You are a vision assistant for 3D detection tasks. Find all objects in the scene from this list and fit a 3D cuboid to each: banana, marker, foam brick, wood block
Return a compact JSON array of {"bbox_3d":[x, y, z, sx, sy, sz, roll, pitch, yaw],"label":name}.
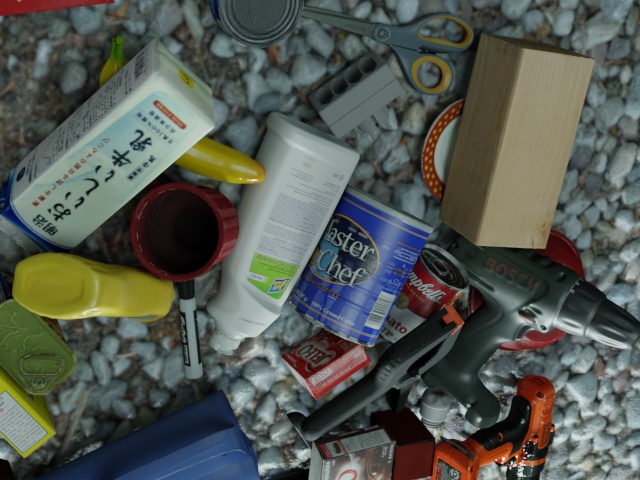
[{"bbox_3d":[-0.142,-0.108,1.015,0.197,0.070,0.037,41,50,-25],"label":"banana"},{"bbox_3d":[-0.137,0.088,1.120,0.020,0.020,0.121,-10,114,-20],"label":"marker"},{"bbox_3d":[0.094,0.238,1.246,0.051,0.078,0.053,-5,111,-19],"label":"foam brick"},{"bbox_3d":[0.203,-0.104,1.126,0.090,0.090,0.206,3,109,-25],"label":"wood block"}]

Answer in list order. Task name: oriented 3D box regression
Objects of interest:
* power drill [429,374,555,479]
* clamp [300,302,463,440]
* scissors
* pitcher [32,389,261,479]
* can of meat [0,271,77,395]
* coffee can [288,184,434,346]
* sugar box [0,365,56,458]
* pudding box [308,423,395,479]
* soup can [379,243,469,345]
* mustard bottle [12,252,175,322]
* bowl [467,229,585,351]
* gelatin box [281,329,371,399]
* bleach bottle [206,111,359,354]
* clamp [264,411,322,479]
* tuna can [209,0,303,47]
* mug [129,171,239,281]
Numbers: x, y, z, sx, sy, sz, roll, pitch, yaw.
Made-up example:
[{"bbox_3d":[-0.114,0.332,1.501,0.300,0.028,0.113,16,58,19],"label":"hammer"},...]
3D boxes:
[{"bbox_3d":[0.210,0.270,1.293,0.187,0.057,0.184,-23,125,-39],"label":"power drill"},{"bbox_3d":[0.089,0.142,1.162,0.210,0.036,0.164,-47,155,28],"label":"clamp"},{"bbox_3d":[0.067,-0.195,1.098,0.201,0.016,0.096,-6,112,-21],"label":"scissors"},{"bbox_3d":[-0.183,0.256,1.100,0.242,0.145,0.149,-22,120,-11],"label":"pitcher"},{"bbox_3d":[-0.285,0.086,1.017,0.057,0.084,0.102,-39,120,-6],"label":"can of meat"},{"bbox_3d":[0.042,0.026,1.120,0.102,0.103,0.140,23,96,-29],"label":"coffee can"},{"bbox_3d":[-0.325,0.117,1.008,0.048,0.093,0.176,-36,120,-7],"label":"sugar box"},{"bbox_3d":[0.033,0.267,1.205,0.089,0.039,0.113,-11,124,-22],"label":"pudding box"},{"bbox_3d":[0.105,0.062,1.169,0.068,0.068,0.102,22,123,-29],"label":"soup can"},{"bbox_3d":[-0.196,0.048,1.016,0.191,0.096,0.058,14,81,-65],"label":"mustard bottle"},{"bbox_3d":[0.257,0.069,1.263,0.162,0.055,0.162,-8,113,-20],"label":"bowl"},{"bbox_3d":[0.005,0.128,1.156,0.073,0.089,0.030,-32,109,-10],"label":"gelatin box"},{"bbox_3d":[-0.057,0.001,1.096,0.102,0.068,0.251,20,103,-30],"label":"bleach bottle"},{"bbox_3d":[-0.004,0.273,1.241,0.171,0.039,0.120,31,106,-31],"label":"clamp"},{"bbox_3d":[-0.062,-0.230,1.018,0.086,0.034,0.086,-8,113,-20],"label":"tuna can"},{"bbox_3d":[-0.134,-0.021,1.034,0.093,0.081,0.117,-37,88,12],"label":"mug"}]
